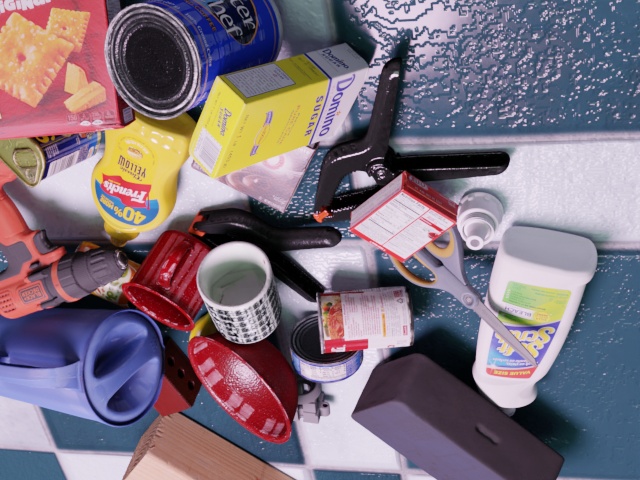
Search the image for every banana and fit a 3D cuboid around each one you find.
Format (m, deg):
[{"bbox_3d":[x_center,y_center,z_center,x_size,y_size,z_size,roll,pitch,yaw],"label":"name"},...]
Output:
[{"bbox_3d":[-0.112,0.164,1.316,0.070,0.037,0.197,-12,122,25],"label":"banana"}]

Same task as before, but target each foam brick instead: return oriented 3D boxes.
[{"bbox_3d":[-0.193,0.172,1.335,0.051,0.053,0.078,-22,119,28],"label":"foam brick"}]

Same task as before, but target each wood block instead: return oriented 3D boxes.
[{"bbox_3d":[-0.147,0.322,1.413,0.206,0.090,0.090,32,128,-10],"label":"wood block"}]

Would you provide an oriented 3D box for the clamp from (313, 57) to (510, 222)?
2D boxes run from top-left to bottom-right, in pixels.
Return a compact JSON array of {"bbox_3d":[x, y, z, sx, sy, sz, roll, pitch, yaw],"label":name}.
[{"bbox_3d":[0.061,-0.086,1.075,0.210,0.036,0.164,-28,120,33],"label":"clamp"}]

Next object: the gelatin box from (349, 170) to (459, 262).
[{"bbox_3d":[0.085,-0.024,1.086,0.073,0.030,0.089,30,135,-23],"label":"gelatin box"}]

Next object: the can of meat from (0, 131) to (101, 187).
[{"bbox_3d":[-0.290,-0.114,1.102,0.102,0.083,0.058,42,134,14],"label":"can of meat"}]

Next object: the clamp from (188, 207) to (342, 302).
[{"bbox_3d":[-0.058,0.001,1.173,0.171,0.039,0.120,23,134,-5],"label":"clamp"}]

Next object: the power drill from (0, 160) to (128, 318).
[{"bbox_3d":[-0.317,-0.016,1.184,0.185,0.057,0.187,-19,97,25],"label":"power drill"}]

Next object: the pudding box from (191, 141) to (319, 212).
[{"bbox_3d":[-0.067,-0.093,1.106,0.113,0.039,0.090,25,128,-4],"label":"pudding box"}]

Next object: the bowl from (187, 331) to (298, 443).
[{"bbox_3d":[-0.079,0.158,1.238,0.162,0.055,0.162,33,148,24],"label":"bowl"}]

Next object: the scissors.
[{"bbox_3d":[0.157,0.040,1.108,0.202,0.016,0.096,33,120,25],"label":"scissors"}]

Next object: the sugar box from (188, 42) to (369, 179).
[{"bbox_3d":[-0.035,-0.122,0.990,0.048,0.175,0.093,47,133,21],"label":"sugar box"}]

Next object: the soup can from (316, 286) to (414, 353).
[{"bbox_3d":[0.049,0.087,1.178,0.102,0.068,0.068,-5,127,-1],"label":"soup can"}]

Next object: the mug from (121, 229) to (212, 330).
[{"bbox_3d":[-0.160,0.037,1.182,0.093,0.081,0.117,27,157,7],"label":"mug"}]

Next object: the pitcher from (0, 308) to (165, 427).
[{"bbox_3d":[-0.318,0.140,1.261,0.243,0.145,0.149,2,140,35],"label":"pitcher"}]

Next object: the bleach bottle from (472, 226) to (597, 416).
[{"bbox_3d":[0.225,0.103,1.162,0.102,0.068,0.251,11,131,10],"label":"bleach bottle"}]

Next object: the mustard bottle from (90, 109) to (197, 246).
[{"bbox_3d":[-0.198,-0.066,1.150,0.096,0.058,0.192,28,130,4],"label":"mustard bottle"}]

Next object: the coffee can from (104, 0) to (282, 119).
[{"bbox_3d":[-0.112,-0.179,0.971,0.103,0.140,0.103,13,119,25],"label":"coffee can"}]

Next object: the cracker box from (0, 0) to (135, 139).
[{"bbox_3d":[-0.271,-0.204,0.992,0.164,0.072,0.214,-4,104,3],"label":"cracker box"}]

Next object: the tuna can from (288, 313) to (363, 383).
[{"bbox_3d":[0.007,0.123,1.221,0.086,0.086,0.034,5,129,12],"label":"tuna can"}]
